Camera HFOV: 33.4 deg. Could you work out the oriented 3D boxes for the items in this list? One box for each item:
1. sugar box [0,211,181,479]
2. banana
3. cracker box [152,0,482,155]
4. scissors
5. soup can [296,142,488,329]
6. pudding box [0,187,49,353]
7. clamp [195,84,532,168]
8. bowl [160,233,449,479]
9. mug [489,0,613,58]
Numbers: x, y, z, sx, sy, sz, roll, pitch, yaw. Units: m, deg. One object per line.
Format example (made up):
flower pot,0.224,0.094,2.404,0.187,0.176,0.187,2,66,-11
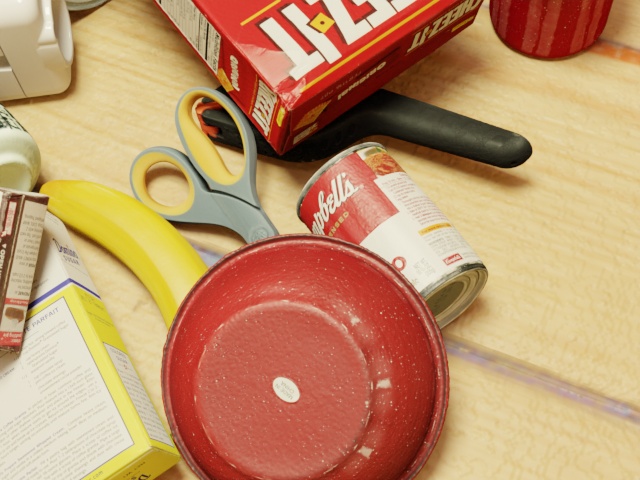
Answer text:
sugar box,-0.159,0.073,0.607,0.093,0.048,0.176,-34,61,4
banana,-0.104,0.024,0.642,0.069,0.037,0.198,-29,63,-11
cracker box,-0.024,-0.187,0.656,0.164,0.072,0.214,-36,79,-16
scissors,-0.054,0.001,0.659,0.096,0.016,0.202,-27,76,16
soup can,0.041,0.002,0.625,0.068,0.068,0.102,-32,64,-12
pudding box,-0.213,0.009,0.594,0.114,0.039,0.090,9,88,25
clamp,0.026,-0.090,0.690,0.210,0.036,0.164,-16,54,-2
bowl,-0.015,0.076,0.559,0.162,0.055,0.162,0,89,10
mug,0.145,-0.181,0.707,0.117,0.081,0.093,35,70,20
